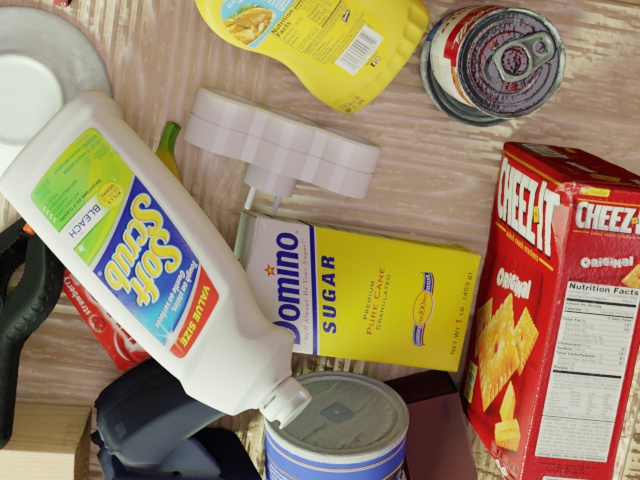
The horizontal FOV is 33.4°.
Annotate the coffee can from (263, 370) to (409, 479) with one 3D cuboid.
[{"bbox_3d":[0.009,0.182,0.782,0.102,0.103,0.140,0,117,-4],"label":"coffee can"}]

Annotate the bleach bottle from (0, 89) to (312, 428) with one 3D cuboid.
[{"bbox_3d":[-0.097,0.019,0.710,0.251,0.068,0.102,44,92,12],"label":"bleach bottle"}]

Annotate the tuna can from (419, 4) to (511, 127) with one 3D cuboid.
[{"bbox_3d":[0.115,-0.126,0.767,0.086,0.034,0.086,-1,103,-4],"label":"tuna can"}]

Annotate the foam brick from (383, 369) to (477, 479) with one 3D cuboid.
[{"bbox_3d":[0.084,0.147,0.821,0.053,0.051,0.078,-13,104,-2],"label":"foam brick"}]

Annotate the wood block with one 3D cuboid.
[{"bbox_3d":[-0.278,0.172,0.781,0.206,0.090,0.091,4,103,-5],"label":"wood block"}]

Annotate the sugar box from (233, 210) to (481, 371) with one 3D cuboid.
[{"bbox_3d":[0.022,0.038,0.772,0.176,0.048,0.093,8,96,-21],"label":"sugar box"}]

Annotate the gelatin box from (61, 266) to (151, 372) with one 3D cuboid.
[{"bbox_3d":[-0.140,0.042,0.790,0.073,0.030,0.089,-30,103,3],"label":"gelatin box"}]

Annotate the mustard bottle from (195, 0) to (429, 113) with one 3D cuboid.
[{"bbox_3d":[-0.026,-0.166,0.704,0.191,0.058,0.096,28,115,-31],"label":"mustard bottle"}]

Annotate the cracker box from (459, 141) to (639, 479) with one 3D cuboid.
[{"bbox_3d":[0.159,0.049,0.745,0.072,0.164,0.214,5,103,-8],"label":"cracker box"}]

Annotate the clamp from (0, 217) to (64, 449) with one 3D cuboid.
[{"bbox_3d":[-0.242,0.056,0.763,0.120,0.039,0.171,13,72,21],"label":"clamp"}]

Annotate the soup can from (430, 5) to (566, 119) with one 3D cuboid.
[{"bbox_3d":[0.113,-0.119,0.697,0.068,0.102,0.068,-1,103,-4],"label":"soup can"}]
